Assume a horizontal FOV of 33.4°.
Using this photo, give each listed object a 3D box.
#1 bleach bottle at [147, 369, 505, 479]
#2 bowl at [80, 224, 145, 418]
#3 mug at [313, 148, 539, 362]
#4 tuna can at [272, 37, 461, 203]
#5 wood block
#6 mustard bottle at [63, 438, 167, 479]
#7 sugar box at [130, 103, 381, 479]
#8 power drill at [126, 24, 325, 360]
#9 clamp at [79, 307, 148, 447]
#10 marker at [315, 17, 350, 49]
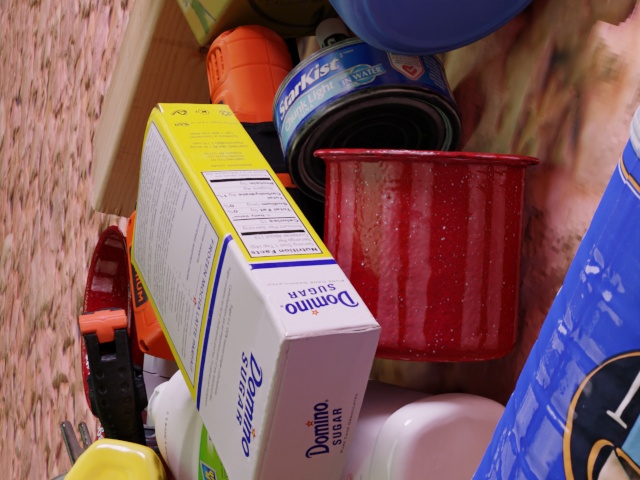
[{"bbox_3d":[-0.017,0.100,0.521,0.251,0.067,0.102,10,99,55],"label":"bleach bottle"},{"bbox_3d":[-0.158,0.069,0.900,0.162,0.055,0.162,-174,90,-65],"label":"bowl"},{"bbox_3d":[0.040,0.004,0.455,0.117,0.093,0.081,-159,71,-81],"label":"mug"},{"bbox_3d":[0.022,-0.054,0.502,0.086,0.086,0.034,-57,38,45],"label":"tuna can"},{"bbox_3d":[-0.094,-0.115,0.756,0.090,0.090,0.206,-101,29,-45],"label":"wood block"},{"bbox_3d":[-0.109,0.186,0.620,0.191,0.058,0.096,87,-167,-64],"label":"mustard bottle"},{"bbox_3d":[-0.036,0.021,0.459,0.176,0.048,0.093,53,140,46],"label":"sugar box"},{"bbox_3d":[-0.054,0.001,0.604,0.188,0.057,0.184,-46,45,51],"label":"power drill"},{"bbox_3d":[-0.131,0.092,0.687,0.120,0.039,0.171,-117,23,-44],"label":"clamp"},{"bbox_3d":[0.019,-0.081,0.593,0.121,0.020,0.020,-107,33,-40],"label":"marker"}]
